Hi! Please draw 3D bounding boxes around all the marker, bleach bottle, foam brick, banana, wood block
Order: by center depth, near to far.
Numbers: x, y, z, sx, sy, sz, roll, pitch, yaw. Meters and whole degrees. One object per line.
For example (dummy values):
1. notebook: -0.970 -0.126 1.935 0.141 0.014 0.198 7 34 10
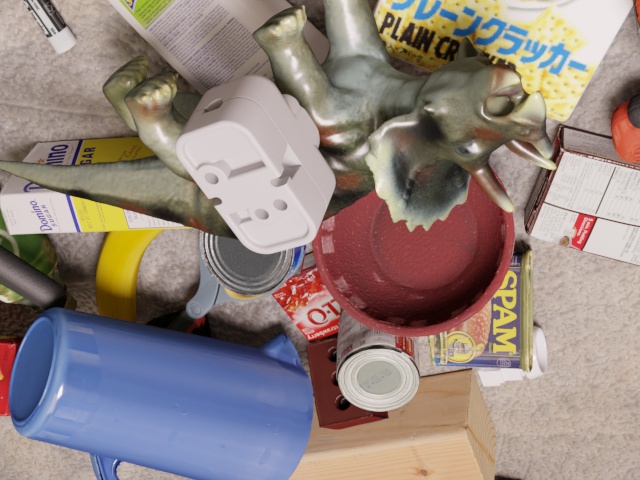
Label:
1. bleach bottle: -0.094 -0.182 0.781 0.103 0.068 0.250 -37 110 30
2. marker: -0.229 -0.199 0.821 0.020 0.020 0.121 -19 120 23
3. banana: -0.165 0.019 0.951 0.069 0.037 0.198 40 126 4
4. foam brick: 0.025 0.128 0.966 0.053 0.078 0.051 -16 162 17
5. wood block: 0.054 0.199 1.014 0.206 0.090 0.091 -12 122 20

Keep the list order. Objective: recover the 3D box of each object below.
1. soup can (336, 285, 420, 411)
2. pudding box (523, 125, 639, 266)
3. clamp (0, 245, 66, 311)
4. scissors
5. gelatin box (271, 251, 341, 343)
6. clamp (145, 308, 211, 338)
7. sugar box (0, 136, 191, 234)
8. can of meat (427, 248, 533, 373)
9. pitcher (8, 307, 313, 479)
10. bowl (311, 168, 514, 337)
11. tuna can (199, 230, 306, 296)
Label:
1. soup can: 0.048 0.083 0.885 0.068 0.102 0.068 2 123 2
2. pudding box: 0.227 -0.033 0.841 0.113 0.039 0.090 14 127 -1
3. clamp: -0.310 -0.007 0.875 0.165 0.036 0.210 -2 130 18
4. scissors: -0.114 0.040 0.956 0.202 0.016 0.096 -27 95 26
5. gelatin box: 0.009 0.045 0.946 0.089 0.030 0.073 -24 119 26
6. clamp: -0.163 0.125 1.036 0.120 0.039 0.172 18 121 -8
7. sugar box: -0.164 -0.048 0.873 0.176 0.093 0.048 0 123 11
8. can of meat: 0.135 0.058 0.896 0.084 0.057 0.102 0 93 15
9. pitcher: -0.140 0.147 0.922 0.242 0.149 0.145 19 140 -32
10. bowl: 0.077 -0.005 0.853 0.162 0.055 0.162 0 89 17
11. tuna can: -0.056 0.001 0.893 0.086 0.033 0.086 5 104 20
